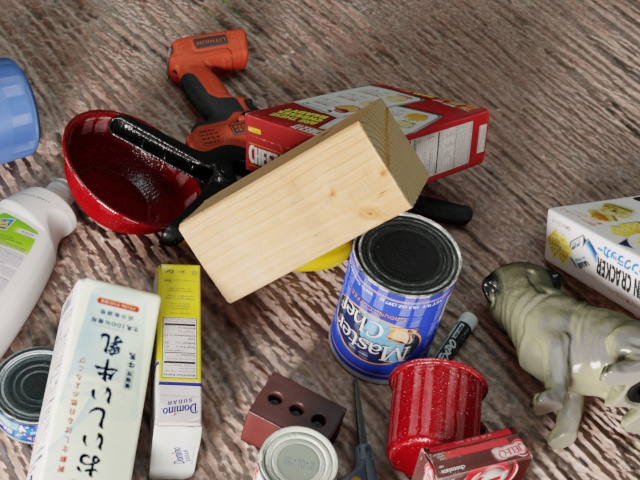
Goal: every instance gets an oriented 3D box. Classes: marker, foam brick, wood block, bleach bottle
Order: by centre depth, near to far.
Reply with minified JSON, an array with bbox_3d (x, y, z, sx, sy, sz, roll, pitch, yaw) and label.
[{"bbox_3d":[-0.024,0.166,0.966,0.078,0.051,0.053,25,48,11],"label":"foam brick"},{"bbox_3d":[-0.016,-0.036,0.988,0.090,0.206,0.090,57,25,-10],"label":"wood block"},{"bbox_3d":[-0.302,0.029,1.029,0.102,0.068,0.250,20,46,8],"label":"bleach bottle"},{"bbox_3d":[0.123,0.115,1.062,0.020,0.020,0.121,30,50,15],"label":"marker"}]

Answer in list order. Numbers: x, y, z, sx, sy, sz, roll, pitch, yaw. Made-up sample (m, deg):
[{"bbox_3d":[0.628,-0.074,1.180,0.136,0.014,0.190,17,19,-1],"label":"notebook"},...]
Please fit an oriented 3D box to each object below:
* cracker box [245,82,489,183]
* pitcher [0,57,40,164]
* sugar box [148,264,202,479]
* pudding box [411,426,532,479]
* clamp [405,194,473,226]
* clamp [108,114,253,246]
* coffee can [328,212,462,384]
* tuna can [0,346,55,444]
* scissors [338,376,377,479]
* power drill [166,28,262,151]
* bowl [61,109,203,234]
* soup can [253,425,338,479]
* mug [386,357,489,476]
[{"bbox_3d":[0.051,-0.106,1.138,0.164,0.072,0.213,21,30,39],"label":"cracker box"},{"bbox_3d":[-0.413,-0.111,1.083,0.242,0.145,0.149,-18,62,-28],"label":"pitcher"},{"bbox_3d":[-0.130,0.116,0.963,0.048,0.093,0.176,1,49,-12],"label":"sugar box"},{"bbox_3d":[0.122,0.213,0.912,0.090,0.114,0.039,-9,48,-18],"label":"pudding box"},{"bbox_3d":[0.075,-0.056,1.189,0.171,0.039,0.120,-4,42,-29],"label":"clamp"},{"bbox_3d":[-0.109,-0.055,1.113,0.209,0.036,0.164,6,49,-36],"label":"clamp"},{"bbox_3d":[0.069,0.057,1.022,0.102,0.140,0.103,6,48,-7],"label":"coffee can"},{"bbox_3d":[-0.252,0.138,0.959,0.086,0.034,0.086,5,48,-6],"label":"tuna can"},{"bbox_3d":[0.031,0.191,0.944,0.016,0.096,0.202,-29,51,18],"label":"scissors"},{"bbox_3d":[-0.089,-0.167,1.246,0.184,0.057,0.188,-13,52,-21],"label":"power drill"},{"bbox_3d":[-0.204,-0.059,1.107,0.162,0.055,0.162,27,36,-22],"label":"bowl"},{"bbox_3d":[-0.025,0.210,0.893,0.068,0.102,0.068,5,48,-6],"label":"soup can"},{"bbox_3d":[0.112,0.171,0.974,0.117,0.093,0.081,36,46,-29],"label":"mug"}]
